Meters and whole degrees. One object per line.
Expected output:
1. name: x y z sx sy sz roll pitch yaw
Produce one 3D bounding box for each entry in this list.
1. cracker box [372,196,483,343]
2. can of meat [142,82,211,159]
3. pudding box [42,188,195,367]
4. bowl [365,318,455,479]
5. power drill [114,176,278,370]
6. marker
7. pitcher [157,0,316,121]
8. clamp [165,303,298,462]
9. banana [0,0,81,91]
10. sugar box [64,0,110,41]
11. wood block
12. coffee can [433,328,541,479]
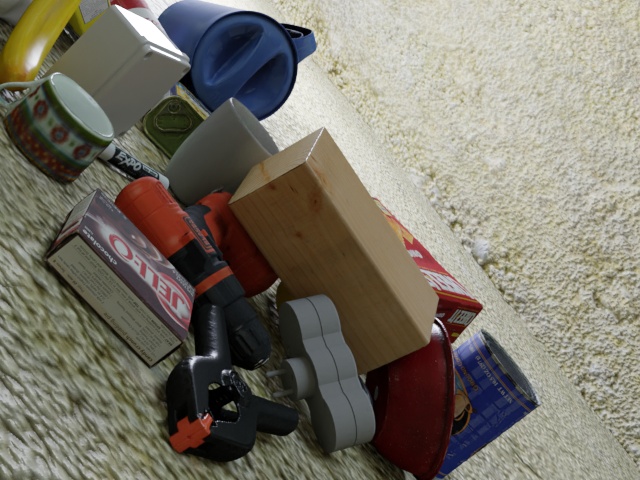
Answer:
1. cracker box: 0.078 0.024 1.287 0.214 0.072 0.164 47 17 29
2. can of meat: -0.149 -0.124 1.184 0.102 0.057 0.084 46 10 -24
3. pudding box: -0.141 0.026 0.768 0.113 0.039 0.090 47 12 -17
4. bowl: 0.080 0.153 1.038 0.055 0.162 0.162 6 25 -12
5. power drill: -0.088 0.022 0.938 0.184 0.057 0.187 55 10 3
6. marker: -0.183 -0.073 0.980 0.121 0.020 0.020 35 19 -53
7. pitcher: -0.121 -0.238 1.339 0.149 0.145 0.243 24 8 -29
8. clamp: -0.075 0.104 0.772 0.120 0.039 0.171 50 11 8
9. banana: -0.246 -0.183 0.931 0.037 0.070 0.197 33 44 -19
10. sugar box: -0.255 -0.255 1.087 0.093 0.048 0.176 51 -12 5
11. wood block: 0.016 0.013 0.996 0.206 0.090 0.090 55 26 -16
12. coffee can: 0.150 0.177 1.146 0.102 0.140 0.103 48 12 -13
